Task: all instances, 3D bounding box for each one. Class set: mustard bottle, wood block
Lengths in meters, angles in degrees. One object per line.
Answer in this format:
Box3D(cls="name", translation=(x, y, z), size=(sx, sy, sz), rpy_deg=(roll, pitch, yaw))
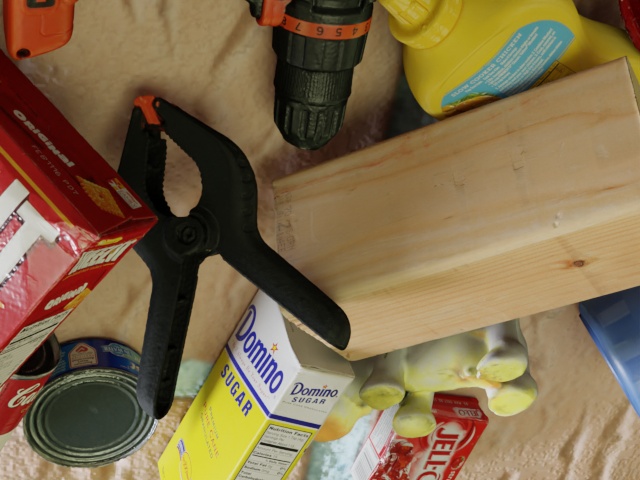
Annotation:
Box3D(cls="mustard bottle", translation=(0.102, -0.099, 0.583), size=(0.191, 0.058, 0.096), rpy_deg=(20, 132, -40))
Box3D(cls="wood block", translation=(0.086, -0.010, 0.588), size=(0.206, 0.090, 0.090), rpy_deg=(-17, 149, 23))

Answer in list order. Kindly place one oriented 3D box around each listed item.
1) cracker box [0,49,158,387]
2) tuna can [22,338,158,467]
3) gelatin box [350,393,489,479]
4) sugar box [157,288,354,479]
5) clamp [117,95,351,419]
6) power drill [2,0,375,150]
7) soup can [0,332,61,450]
Box3D(cls="cracker box", translation=(-0.213, 0.008, 0.521), size=(0.164, 0.072, 0.214), rpy_deg=(46, 107, 3))
Box3D(cls="tuna can", translation=(-0.148, 0.105, 0.687), size=(0.086, 0.034, 0.086), rpy_deg=(-9, 127, -12))
Box3D(cls="gelatin box", translation=(0.074, 0.154, 0.797), size=(0.073, 0.030, 0.089), rpy_deg=(11, 121, -25))
Box3D(cls="sugar box", translation=(-0.048, 0.118, 0.692), size=(0.048, 0.093, 0.176), rpy_deg=(15, 118, -27))
Box3D(cls="clamp", translation=(-0.054, 0.001, 0.566), size=(0.120, 0.039, 0.171), rpy_deg=(-12, 84, 7))
Box3D(cls="power drill", translation=(-0.061, -0.129, 0.532), size=(0.187, 0.057, 0.184), rpy_deg=(-3, 122, -19))
Box3D(cls="soup can", translation=(-0.209, 0.092, 0.636), size=(0.068, 0.068, 0.102), rpy_deg=(23, 116, -30))
